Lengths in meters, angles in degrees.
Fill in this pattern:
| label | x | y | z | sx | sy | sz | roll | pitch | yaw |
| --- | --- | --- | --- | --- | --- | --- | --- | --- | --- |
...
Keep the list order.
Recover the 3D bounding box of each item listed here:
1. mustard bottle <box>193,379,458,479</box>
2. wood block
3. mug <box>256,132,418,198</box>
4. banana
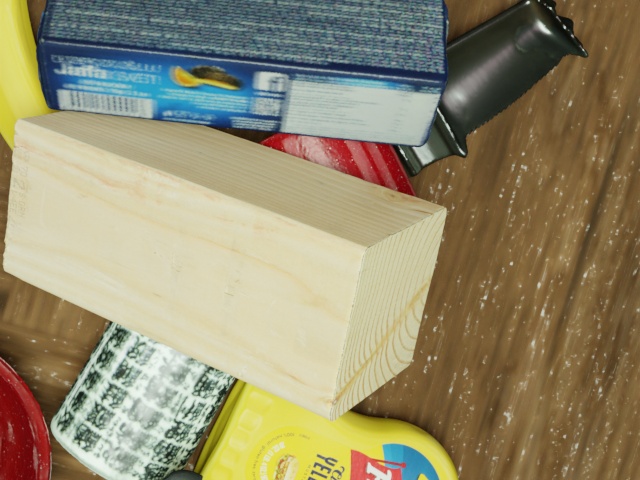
| label | x | y | z | sx | sy | sz | roll | pitch | yaw |
| --- | --- | --- | --- | --- | --- | --- | --- | --- | --- |
| mustard bottle | 0.025 | 0.151 | 0.647 | 0.191 | 0.058 | 0.096 | 26 | 94 | -9 |
| wood block | -0.054 | 0.001 | 0.548 | 0.206 | 0.090 | 0.090 | 21 | 112 | 25 |
| mug | -0.003 | -0.026 | 0.617 | 0.117 | 0.093 | 0.081 | -24 | 94 | 30 |
| banana | -0.167 | -0.114 | 0.593 | 0.070 | 0.037 | 0.198 | 9 | 114 | 23 |
